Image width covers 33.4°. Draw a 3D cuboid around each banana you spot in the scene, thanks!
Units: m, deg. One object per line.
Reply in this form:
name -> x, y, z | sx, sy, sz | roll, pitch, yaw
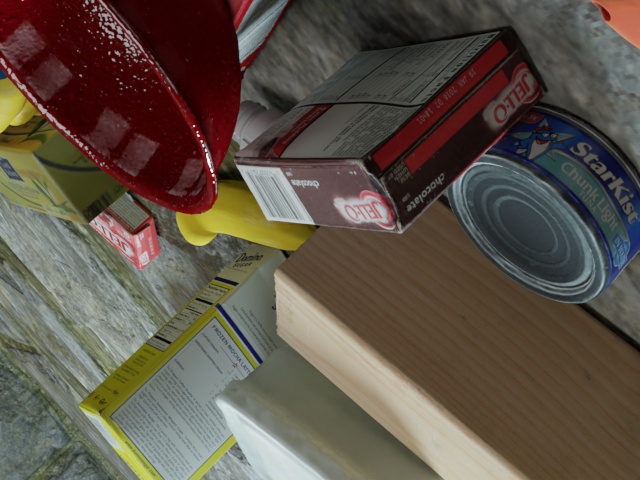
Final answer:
banana -> -0.062, -0.013, 0.746 | 0.198, 0.037, 0.069 | 11, 138, 56

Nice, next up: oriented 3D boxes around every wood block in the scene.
wood block -> 0.082, 0.068, 0.550 | 0.206, 0.090, 0.090 | 39, 158, 18

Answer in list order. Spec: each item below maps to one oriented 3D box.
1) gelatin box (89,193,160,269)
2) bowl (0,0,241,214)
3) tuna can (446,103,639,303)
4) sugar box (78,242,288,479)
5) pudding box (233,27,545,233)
gelatin box -> -0.188, -0.022, 0.975 | 0.089, 0.030, 0.073 | 41, 158, 15
bowl -> -0.085, -0.087, 0.434 | 0.162, 0.055, 0.162 | 37, 159, 17
tuna can -> 0.096, -0.014, 0.456 | 0.086, 0.033, 0.086 | 39, 157, 19
sugar box -> -0.076, 0.092, 0.769 | 0.048, 0.176, 0.093 | 8, 137, 55
pudding box -> 0.025, -0.046, 0.454 | 0.114, 0.090, 0.039 | 10, 137, 58
